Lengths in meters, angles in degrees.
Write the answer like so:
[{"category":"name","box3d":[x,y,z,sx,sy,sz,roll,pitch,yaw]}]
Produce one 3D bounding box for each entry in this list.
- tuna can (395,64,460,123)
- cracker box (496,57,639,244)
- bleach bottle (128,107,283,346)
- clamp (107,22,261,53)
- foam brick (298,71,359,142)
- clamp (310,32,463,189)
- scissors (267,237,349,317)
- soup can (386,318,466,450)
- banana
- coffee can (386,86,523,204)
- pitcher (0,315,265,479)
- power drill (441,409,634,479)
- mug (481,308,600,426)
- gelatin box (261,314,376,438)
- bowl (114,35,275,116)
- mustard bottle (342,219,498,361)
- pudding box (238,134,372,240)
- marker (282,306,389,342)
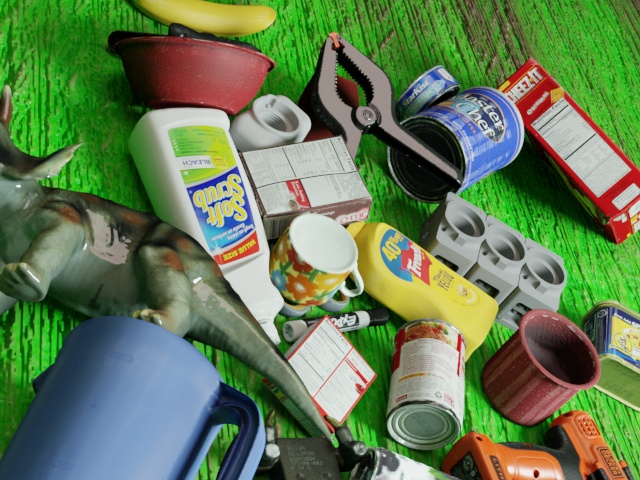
[{"category":"tuna can","box3d":[0.125,-0.166,1.269,0.034,0.086,0.085,48,41,11]},{"category":"cracker box","box3d":[0.310,-0.104,1.298,0.214,0.072,0.164,51,8,19]},{"category":"bleach bottle","box3d":[-0.091,-0.009,0.981,0.102,0.068,0.251,-4,56,-37]},{"category":"clamp","box3d":[-0.124,-0.202,1.124,0.171,0.039,0.120,1,9,-35]},{"category":"foam brick","box3d":[0.009,-0.143,1.191,0.051,0.053,0.078,18,44,-20]},{"category":"clamp","box3d":[0.056,-0.124,1.136,0.164,0.036,0.210,-10,77,-19]},{"category":"scissors","box3d":[-0.057,0.001,1.030,0.202,0.016,0.096,43,40,10]},{"category":"soup can","box3d":[0.097,0.130,0.970,0.068,0.069,0.102,25,41,-12]},{"category":"banana","box3d":[-0.131,-0.263,1.223,0.197,0.037,0.069,6,49,-31]},{"category":"coffee can","box3d":[0.156,-0.111,1.222,0.103,0.103,0.140,46,41,13]},{"category":"pitcher","box3d":[-0.149,0.176,0.699,0.145,0.149,0.242,38,42,-15]},{"category":"power drill","box3d":[0.211,0.237,0.956,0.187,0.057,0.184,7,44,-34]},{"category":"mug","box3d":[0.221,0.127,1.049,0.117,0.082,0.093,-3,53,-37]},{"category":"gelatin box","box3d":[0.001,0.119,0.930,0.073,0.030,0.089,49,42,-5]},{"category":"bowl","box3d":[-0.127,-0.158,1.066,0.161,0.162,0.055,7,87,-30]},{"category":"mustard bottle","box3d":[0.083,0.036,1.060,0.191,0.058,0.096,36,31,2]},{"category":"pudding box","box3d":[-0.017,-0.053,1.044,0.113,0.039,0.090,-10,52,-18]},{"category":"marker","box3d":[0.017,0.078,1.003,0.120,0.020,0.020,-6,55,-39]}]
